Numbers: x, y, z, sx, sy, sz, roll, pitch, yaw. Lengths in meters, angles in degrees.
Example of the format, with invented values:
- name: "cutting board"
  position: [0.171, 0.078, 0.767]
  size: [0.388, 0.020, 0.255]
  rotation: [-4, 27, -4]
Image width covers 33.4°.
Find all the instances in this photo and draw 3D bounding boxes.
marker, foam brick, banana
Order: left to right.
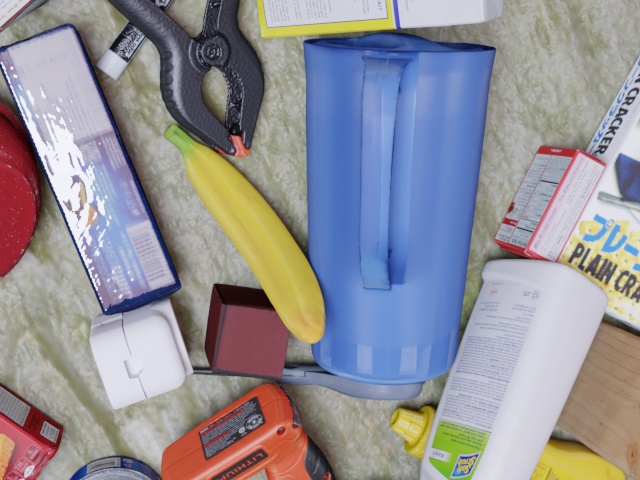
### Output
- name: "marker"
  position: [-0.121, -0.170, 0.776]
  size: [0.020, 0.020, 0.121]
  rotation: [36, 90, -12]
- name: "foam brick"
  position: [-0.055, 0.067, 0.787]
  size: [0.051, 0.078, 0.053]
  rotation: [8, 97, -12]
- name: "banana"
  position: [-0.048, 0.000, 0.761]
  size: [0.037, 0.069, 0.198]
  rotation: [-47, 65, 18]

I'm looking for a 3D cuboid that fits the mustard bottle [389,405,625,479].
- name: "mustard bottle"
  position: [0.140, 0.181, 0.845]
  size: [0.191, 0.058, 0.096]
  rotation: [28, 94, -12]

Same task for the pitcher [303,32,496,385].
- name: "pitcher"
  position: [0.048, -0.023, 0.755]
  size: [0.148, 0.145, 0.243]
  rotation: [-8, 107, -36]

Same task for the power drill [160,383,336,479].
- name: "power drill"
  position: [-0.037, 0.209, 0.797]
  size: [0.184, 0.057, 0.187]
  rotation: [-35, 121, 0]

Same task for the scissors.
- name: "scissors"
  position: [-0.012, 0.104, 0.795]
  size: [0.201, 0.096, 0.016]
  rotation: [0, 95, -14]

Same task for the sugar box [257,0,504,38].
- name: "sugar box"
  position: [0.036, -0.191, 0.732]
  size: [0.176, 0.048, 0.093]
  rotation: [3, 108, 30]

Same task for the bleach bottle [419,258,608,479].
- name: "bleach bottle"
  position: [0.118, 0.137, 0.771]
  size: [0.068, 0.103, 0.250]
  rotation: [33, 75, -24]

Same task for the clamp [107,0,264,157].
- name: "clamp"
  position: [-0.094, -0.138, 0.761]
  size: [0.120, 0.039, 0.171]
  rotation: [-15, 105, -20]

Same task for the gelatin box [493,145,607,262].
- name: "gelatin box"
  position: [0.174, -0.027, 0.819]
  size: [0.030, 0.073, 0.089]
  rotation: [26, 92, -12]

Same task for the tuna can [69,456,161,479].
- name: "tuna can"
  position: [-0.156, 0.208, 0.808]
  size: [0.086, 0.034, 0.086]
  rotation: [-1, 97, -10]

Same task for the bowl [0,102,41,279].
- name: "bowl"
  position: [-0.243, -0.018, 0.707]
  size: [0.161, 0.055, 0.162]
  rotation: [-30, 134, -38]
